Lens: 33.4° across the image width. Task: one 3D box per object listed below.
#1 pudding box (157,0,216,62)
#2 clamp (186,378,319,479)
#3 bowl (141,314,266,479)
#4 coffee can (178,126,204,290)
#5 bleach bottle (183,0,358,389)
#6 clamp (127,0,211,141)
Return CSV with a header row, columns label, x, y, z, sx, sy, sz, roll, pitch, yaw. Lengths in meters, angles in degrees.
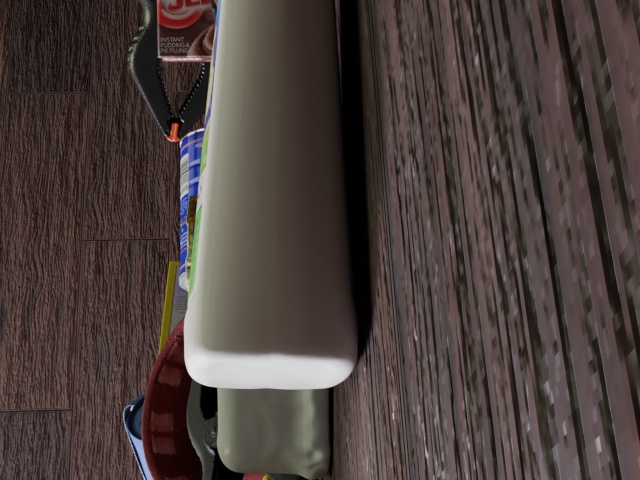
label,x,y,z,sx,sy,sz,roll,pitch,yaw
pudding box,-0.083,-0.199,0.912,0.039,0.113,0.090,-111,20,-88
clamp,-0.061,0.140,0.707,0.120,0.039,0.171,-48,36,18
bowl,-0.062,0.120,0.791,0.162,0.055,0.162,-24,54,38
coffee can,-0.082,-0.026,1.006,0.103,0.102,0.140,103,166,-73
bleach bottle,-0.019,-0.069,0.445,0.102,0.068,0.251,107,164,-75
clamp,-0.133,-0.197,0.962,0.036,0.164,0.210,-113,37,-71
